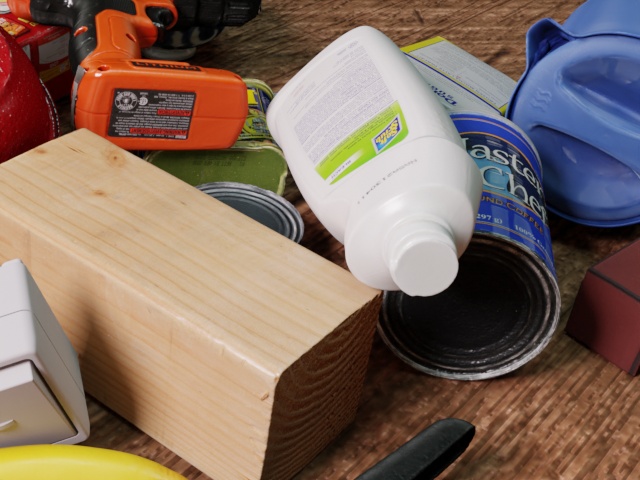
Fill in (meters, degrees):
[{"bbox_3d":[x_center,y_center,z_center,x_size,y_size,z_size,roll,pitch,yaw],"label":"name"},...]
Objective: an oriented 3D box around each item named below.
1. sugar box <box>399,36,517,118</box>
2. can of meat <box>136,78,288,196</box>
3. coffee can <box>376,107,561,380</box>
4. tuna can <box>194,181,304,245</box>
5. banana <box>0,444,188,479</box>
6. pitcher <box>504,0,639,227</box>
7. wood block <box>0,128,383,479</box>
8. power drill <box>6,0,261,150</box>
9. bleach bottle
[{"bbox_3d":[0.091,-0.103,0.783,0.093,0.048,0.176,34,27,11],"label":"sugar box"},{"bbox_3d":[-0.076,-0.066,0.727,0.102,0.057,0.084,0,38,-14],"label":"can of meat"},{"bbox_3d":[0.085,-0.002,0.634,0.103,0.103,0.140,10,35,0],"label":"coffee can"},{"bbox_3d":[-0.054,0.001,0.656,0.086,0.034,0.086,7,35,-5],"label":"tuna can"},{"bbox_3d":[-0.151,0.125,0.458,0.197,0.037,0.070,-19,71,-32],"label":"banana"},{"bbox_3d":[0.225,-0.104,0.795,0.145,0.149,0.242,11,25,14],"label":"pitcher"},{"bbox_3d":[-0.082,0.032,0.555,0.206,0.091,0.090,28,39,24],"label":"wood block"},{"bbox_3d":[-0.108,-0.132,0.712,0.184,0.057,0.188,-3,39,-22],"label":"power drill"},{"bbox_3d":[0.027,-0.038,0.577,0.068,0.103,0.251,42,16,-23],"label":"bleach bottle"}]
